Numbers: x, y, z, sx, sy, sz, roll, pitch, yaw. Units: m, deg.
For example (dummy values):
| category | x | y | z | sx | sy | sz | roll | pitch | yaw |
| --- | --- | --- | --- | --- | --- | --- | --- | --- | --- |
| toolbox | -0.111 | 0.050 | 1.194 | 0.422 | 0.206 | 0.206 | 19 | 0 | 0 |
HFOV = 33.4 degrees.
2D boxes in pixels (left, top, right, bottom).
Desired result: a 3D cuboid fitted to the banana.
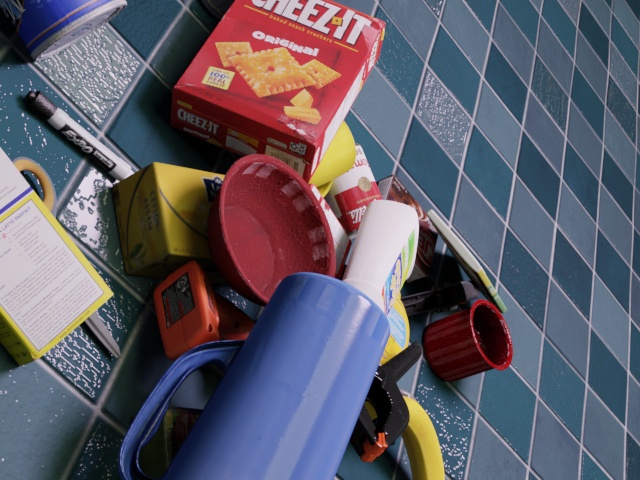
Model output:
| category | x | y | z | sx | sy | sz | roll | pitch | yaw |
| --- | --- | --- | --- | --- | --- | --- | --- | --- | --- |
| banana | 0.107 | 0.239 | 1.189 | 0.069 | 0.037 | 0.198 | -47 | 129 | -36 |

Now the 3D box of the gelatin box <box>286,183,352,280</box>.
| category | x | y | z | sx | sy | sz | roll | pitch | yaw |
| --- | --- | --- | --- | --- | --- | --- | --- | --- | --- |
| gelatin box | -0.005 | -0.006 | 1.137 | 0.089 | 0.030 | 0.073 | 56 | 28 | -23 |

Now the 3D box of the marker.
| category | x | y | z | sx | sy | sz | roll | pitch | yaw |
| --- | --- | --- | --- | --- | --- | --- | --- | --- | --- |
| marker | -0.230 | -0.100 | 1.011 | 0.121 | 0.020 | 0.020 | 42 | 41 | -29 |

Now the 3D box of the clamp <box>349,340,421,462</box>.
| category | x | y | z | sx | sy | sz | roll | pitch | yaw |
| --- | --- | --- | --- | --- | --- | --- | --- | --- | --- |
| clamp | 0.038 | 0.135 | 1.086 | 0.164 | 0.036 | 0.210 | 31 | 29 | -15 |

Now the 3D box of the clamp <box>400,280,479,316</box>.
| category | x | y | z | sx | sy | sz | roll | pitch | yaw |
| --- | --- | --- | --- | --- | --- | --- | --- | --- | --- |
| clamp | 0.144 | 0.075 | 1.347 | 0.171 | 0.120 | 0.039 | 13 | 68 | -74 |

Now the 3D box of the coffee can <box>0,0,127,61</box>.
| category | x | y | z | sx | sy | sz | roll | pitch | yaw |
| --- | --- | --- | --- | --- | --- | --- | --- | --- | --- |
| coffee can | -0.261 | -0.253 | 0.990 | 0.140 | 0.103 | 0.102 | 58 | 35 | -10 |

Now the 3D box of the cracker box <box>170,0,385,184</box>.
| category | x | y | z | sx | sy | sz | roll | pitch | yaw |
| --- | --- | --- | --- | --- | --- | --- | --- | --- | --- |
| cracker box | -0.043 | -0.183 | 1.161 | 0.164 | 0.072 | 0.213 | 23 | 55 | 6 |

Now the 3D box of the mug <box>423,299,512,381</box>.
| category | x | y | z | sx | sy | sz | roll | pitch | yaw |
| --- | --- | --- | --- | --- | --- | --- | --- | --- | --- |
| mug | 0.193 | 0.133 | 1.368 | 0.117 | 0.082 | 0.093 | 15 | 58 | -47 |

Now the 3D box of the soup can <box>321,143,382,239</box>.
| category | x | y | z | sx | sy | sz | roll | pitch | yaw |
| --- | --- | --- | --- | --- | --- | --- | --- | --- | --- |
| soup can | 0.036 | -0.058 | 1.291 | 0.068 | 0.069 | 0.102 | -14 | 80 | -55 |

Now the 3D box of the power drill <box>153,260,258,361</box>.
| category | x | y | z | sx | sy | sz | roll | pitch | yaw |
| --- | --- | --- | --- | --- | --- | --- | --- | --- | --- |
| power drill | -0.070 | 0.114 | 1.008 | 0.187 | 0.057 | 0.184 | 41 | 17 | -40 |

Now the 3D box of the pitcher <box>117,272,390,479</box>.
| category | x | y | z | sx | sy | sz | roll | pitch | yaw |
| --- | --- | --- | --- | --- | --- | --- | --- | --- | --- |
| pitcher | -0.044 | 0.145 | 0.883 | 0.149 | 0.145 | 0.242 | 51 | 54 | -39 |

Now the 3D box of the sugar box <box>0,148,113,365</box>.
| category | x | y | z | sx | sy | sz | roll | pitch | yaw |
| --- | --- | --- | --- | --- | --- | --- | --- | --- | --- |
| sugar box | -0.260 | 0.006 | 0.871 | 0.176 | 0.048 | 0.093 | 54 | 52 | -12 |

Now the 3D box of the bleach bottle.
| category | x | y | z | sx | sy | sz | roll | pitch | yaw |
| --- | --- | --- | --- | --- | --- | --- | --- | --- | --- |
| bleach bottle | 0.048 | 0.053 | 1.100 | 0.250 | 0.068 | 0.103 | -63 | 161 | -59 |

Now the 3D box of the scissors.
| category | x | y | z | sx | sy | sz | roll | pitch | yaw |
| --- | --- | --- | --- | --- | --- | --- | --- | --- | --- |
| scissors | -0.230 | 0.007 | 0.946 | 0.201 | 0.016 | 0.096 | 47 | 43 | -24 |

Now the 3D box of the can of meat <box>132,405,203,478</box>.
| category | x | y | z | sx | sy | sz | roll | pitch | yaw |
| --- | --- | --- | --- | --- | --- | --- | --- | --- | --- |
| can of meat | -0.119 | 0.197 | 0.945 | 0.083 | 0.058 | 0.102 | 16 | 57 | -44 |

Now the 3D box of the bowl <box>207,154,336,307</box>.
| category | x | y | z | sx | sy | sz | roll | pitch | yaw |
| --- | --- | --- | --- | --- | --- | --- | --- | --- | --- |
| bowl | -0.057 | 0.001 | 1.026 | 0.161 | 0.055 | 0.162 | 28 | 51 | -42 |

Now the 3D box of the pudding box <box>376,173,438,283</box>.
| category | x | y | z | sx | sy | sz | roll | pitch | yaw |
| --- | --- | --- | --- | --- | --- | --- | --- | --- | --- |
| pudding box | 0.104 | -0.015 | 1.379 | 0.113 | 0.039 | 0.090 | 47 | 39 | -25 |
